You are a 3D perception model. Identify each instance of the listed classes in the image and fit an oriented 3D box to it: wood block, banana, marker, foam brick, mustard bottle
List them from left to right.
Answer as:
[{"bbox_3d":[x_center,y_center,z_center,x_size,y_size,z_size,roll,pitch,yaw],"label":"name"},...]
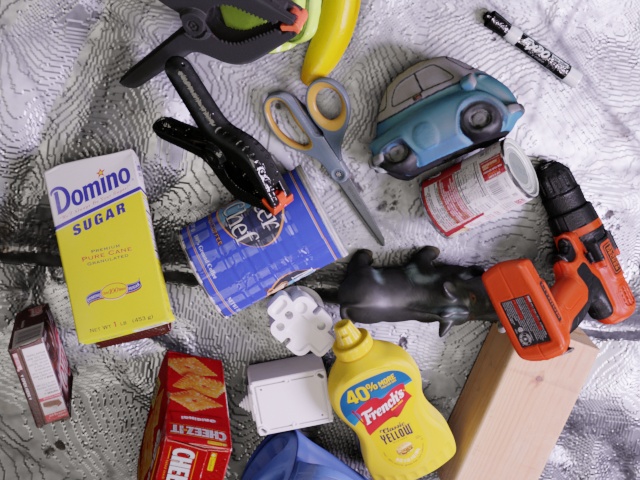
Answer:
[{"bbox_3d":[-0.196,0.072,1.099,0.078,0.051,0.053,-13,107,-3],"label":"foam brick"},{"bbox_3d":[0.009,-0.250,1.044,0.070,0.037,0.198,2,104,24],"label":"banana"},{"bbox_3d":[0.062,0.160,1.101,0.096,0.058,0.191,-24,113,8],"label":"mustard bottle"},{"bbox_3d":[0.208,0.181,1.154,0.090,0.090,0.206,20,102,-11],"label":"wood block"},{"bbox_3d":[0.215,-0.196,1.088,0.121,0.020,0.020,32,99,-14],"label":"marker"}]

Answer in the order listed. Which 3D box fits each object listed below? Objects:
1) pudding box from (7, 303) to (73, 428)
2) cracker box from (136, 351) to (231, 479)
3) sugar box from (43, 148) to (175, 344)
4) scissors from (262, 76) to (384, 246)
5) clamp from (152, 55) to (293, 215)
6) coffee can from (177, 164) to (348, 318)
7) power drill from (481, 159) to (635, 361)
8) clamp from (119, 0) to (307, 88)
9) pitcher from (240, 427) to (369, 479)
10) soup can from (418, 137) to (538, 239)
[{"bbox_3d":[-0.279,0.124,1.072,0.039,0.113,0.090,-17,107,-5],"label":"pudding box"},{"bbox_3d":[-0.142,0.226,1.062,0.072,0.214,0.164,12,104,-10],"label":"cracker box"},{"bbox_3d":[-0.208,0.006,1.049,0.093,0.048,0.176,-14,84,-3],"label":"sugar box"},{"bbox_3d":[0.028,-0.086,1.087,0.201,0.016,0.096,43,119,-15],"label":"scissors"},{"bbox_3d":[-0.094,-0.096,1.006,0.171,0.120,0.039,37,65,15],"label":"clamp"},{"bbox_3d":[-0.057,0.001,1.068,0.140,0.103,0.103,-28,107,2],"label":"coffee can"},{"bbox_3d":[0.237,0.024,1.071,0.057,0.187,0.184,-25,93,44],"label":"power drill"},{"bbox_3d":[-0.117,-0.212,0.969,0.210,0.036,0.164,1,134,22],"label":"clamp"},{"bbox_3d":[0.033,0.311,1.145,0.242,0.149,0.145,33,99,-17],"label":"pitcher"},{"bbox_3d":[0.159,-0.052,1.076,0.102,0.068,0.068,-28,109,30],"label":"soup can"}]
